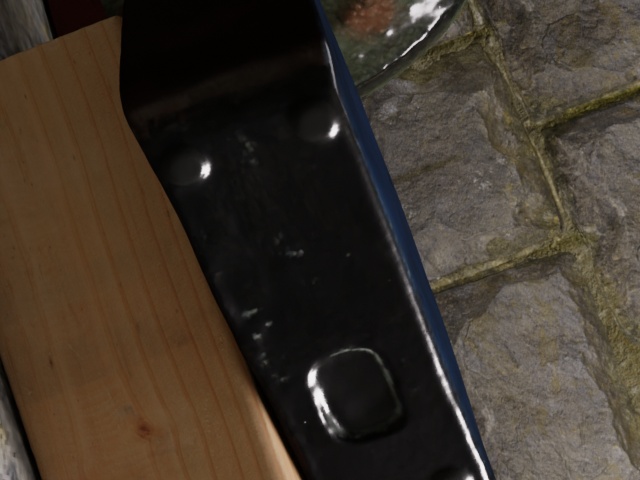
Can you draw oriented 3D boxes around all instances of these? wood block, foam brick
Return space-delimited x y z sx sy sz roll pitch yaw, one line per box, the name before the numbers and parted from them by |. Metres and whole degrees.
wood block | -0.076 0.027 0.440 0.091 0.090 0.206 24 45 -83
foam brick | -0.138 -0.149 0.657 0.053 0.051 0.078 48 23 -72
